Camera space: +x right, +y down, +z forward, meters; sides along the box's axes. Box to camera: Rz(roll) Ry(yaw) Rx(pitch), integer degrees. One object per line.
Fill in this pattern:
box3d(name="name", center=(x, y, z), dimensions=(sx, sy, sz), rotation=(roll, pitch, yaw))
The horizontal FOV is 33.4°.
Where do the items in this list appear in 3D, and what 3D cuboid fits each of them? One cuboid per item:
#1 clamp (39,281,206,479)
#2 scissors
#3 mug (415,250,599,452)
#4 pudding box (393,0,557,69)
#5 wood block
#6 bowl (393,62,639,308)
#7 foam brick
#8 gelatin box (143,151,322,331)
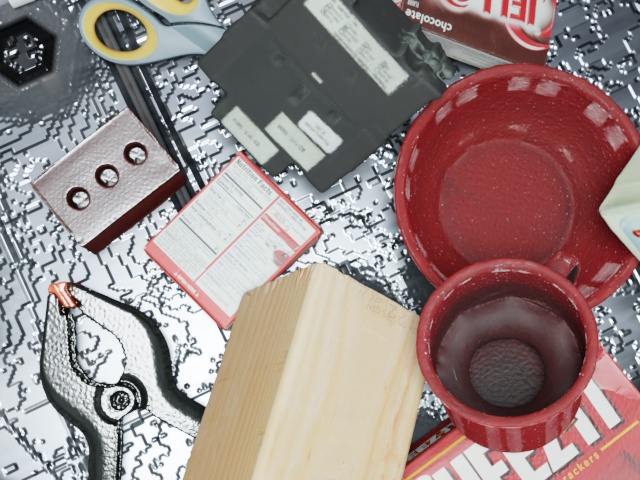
box3d(name="clamp", center=(-0.109, 0.097, 0.654), dimensions=(0.120, 0.039, 0.171), rotation=(-21, 91, -12))
box3d(name="scissors", center=(-0.074, -0.113, 0.691), dimensions=(0.096, 0.016, 0.201), rotation=(-41, 97, 9))
box3d(name="mug", center=(0.109, 0.058, 0.586), dimensions=(0.093, 0.081, 0.117), rotation=(26, 73, 22))
box3d(name="pudding box", center=(0.097, -0.162, 0.679), dimensions=(0.113, 0.039, 0.090), rotation=(14, 81, -21))
box3d(name="wood block", center=(-0.016, 0.129, 0.586), dimensions=(0.090, 0.091, 0.206), rotation=(29, 62, -24))
box3d(name="bowl", center=(0.123, -0.026, 0.671), dimensions=(0.162, 0.055, 0.162), rotation=(0, 83, -3))
box3d(name="foam brick", center=(-0.129, -0.036, 0.663), dimensions=(0.078, 0.051, 0.053), rotation=(-40, 87, -7))
box3d(name="gelatin box", center=(-0.054, 0.001, 0.673), dimensions=(0.073, 0.030, 0.089), rotation=(44, 83, 5))
